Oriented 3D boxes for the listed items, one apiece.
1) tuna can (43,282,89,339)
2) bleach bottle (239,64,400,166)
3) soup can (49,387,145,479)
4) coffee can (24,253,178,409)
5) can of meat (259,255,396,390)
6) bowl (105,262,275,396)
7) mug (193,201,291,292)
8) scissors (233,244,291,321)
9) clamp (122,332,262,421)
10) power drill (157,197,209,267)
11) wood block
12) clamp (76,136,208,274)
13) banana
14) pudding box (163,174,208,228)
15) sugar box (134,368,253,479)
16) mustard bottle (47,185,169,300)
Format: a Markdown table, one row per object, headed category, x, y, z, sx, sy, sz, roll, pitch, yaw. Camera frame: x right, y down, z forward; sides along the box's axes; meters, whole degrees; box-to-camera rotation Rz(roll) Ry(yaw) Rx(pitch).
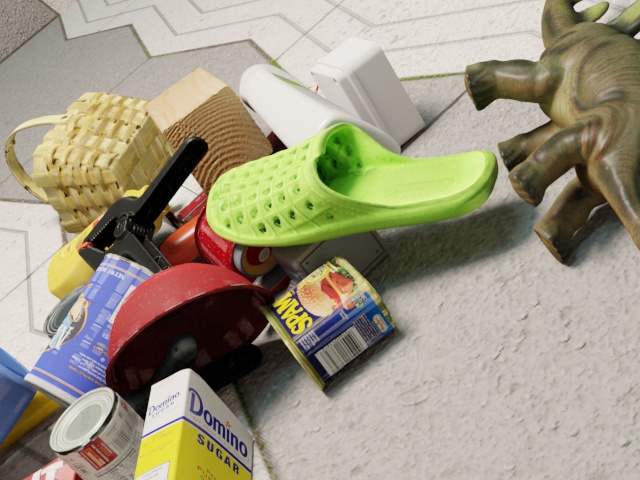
| category | x | y | z | sx | sy | sz | roll | pitch | yaw |
| --- | --- | --- | --- | --- | --- | --- | --- | --- | --- |
| tuna can | -0.273 | 0.087 | 1.222 | 0.086 | 0.033 | 0.086 | -29 | 28 | 17 |
| bleach bottle | -0.017 | -0.130 | 1.111 | 0.068 | 0.102 | 0.251 | -60 | 33 | 11 |
| soup can | -0.162 | 0.177 | 0.869 | 0.069 | 0.102 | 0.068 | -28 | 29 | 17 |
| coffee can | -0.197 | 0.098 | 1.009 | 0.103 | 0.102 | 0.140 | 6 | 60 | 54 |
| can of meat | 0.007 | 0.066 | 0.895 | 0.084 | 0.057 | 0.102 | -37 | 26 | -4 |
| bowl | -0.123 | 0.069 | 0.931 | 0.162 | 0.162 | 0.055 | -35 | 65 | 4 |
| mug | -0.057 | 0.001 | 1.054 | 0.117 | 0.093 | 0.082 | -7 | 22 | -24 |
| scissors | -0.015 | -0.012 | 1.013 | 0.016 | 0.096 | 0.201 | 11 | 56 | 43 |
| clamp | -0.139 | 0.134 | 0.918 | 0.171 | 0.120 | 0.039 | -38 | 60 | 6 |
| power drill | -0.155 | 0.027 | 1.148 | 0.187 | 0.057 | 0.184 | -35 | 27 | 4 |
| wood block | -0.132 | -0.129 | 1.224 | 0.090 | 0.090 | 0.206 | -36 | 20 | -3 |
| clamp | -0.193 | -0.003 | 1.119 | 0.210 | 0.036 | 0.164 | -26 | 49 | 42 |
| banana | -0.317 | 0.183 | 1.100 | 0.198 | 0.037 | 0.069 | -39 | -11 | 8 |
| pudding box | -0.153 | -0.057 | 1.303 | 0.090 | 0.039 | 0.114 | -43 | 29 | -12 |
| sugar box | -0.093 | 0.183 | 0.787 | 0.048 | 0.093 | 0.176 | -27 | 29 | 17 |
| mustard bottle | -0.244 | -0.006 | 1.271 | 0.192 | 0.058 | 0.096 | -37 | 24 | 24 |
